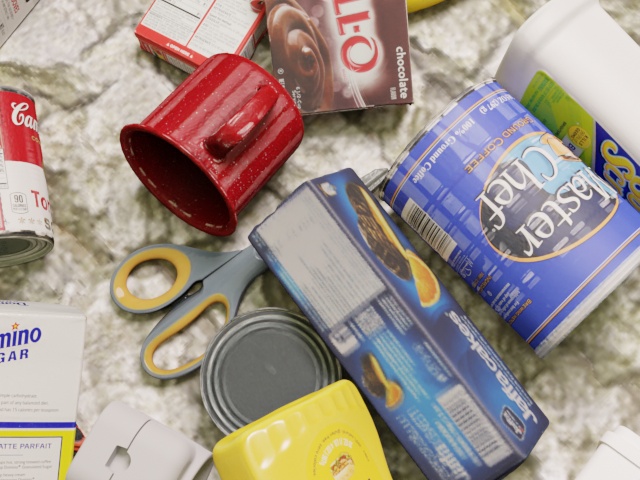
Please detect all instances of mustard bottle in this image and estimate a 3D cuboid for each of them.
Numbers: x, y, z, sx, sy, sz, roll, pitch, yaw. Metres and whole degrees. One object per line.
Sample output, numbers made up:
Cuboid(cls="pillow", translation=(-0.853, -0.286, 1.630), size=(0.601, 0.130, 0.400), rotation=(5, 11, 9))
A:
Cuboid(cls="mustard bottle", translation=(0.020, 0.179, 0.586), size=(0.096, 0.058, 0.191), rotation=(-20, 82, -47))

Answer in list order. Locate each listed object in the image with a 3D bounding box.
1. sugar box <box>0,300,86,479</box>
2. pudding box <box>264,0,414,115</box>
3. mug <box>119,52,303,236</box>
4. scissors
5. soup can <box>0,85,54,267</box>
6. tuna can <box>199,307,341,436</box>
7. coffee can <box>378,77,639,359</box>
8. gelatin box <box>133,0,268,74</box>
Cuboid(cls="sugar box", translation=(-0.189, 0.122, 0.603), size=(0.093, 0.048, 0.176), rotation=(6, 93, -23))
Cuboid(cls="pudding box", translation=(0.012, -0.140, 0.692), size=(0.090, 0.039, 0.113), rotation=(-5, 101, 9))
Cuboid(cls="mug", translation=(-0.060, -0.066, 0.659), size=(0.093, 0.117, 0.081), rotation=(44, 66, -8))
Cuboid(cls="scissors", translation=(-0.055, 0.001, 0.694), size=(0.096, 0.016, 0.201), rotation=(39, 80, 12))
Cuboid(cls="soup can", translation=(-0.211, -0.040, 0.687), size=(0.068, 0.068, 0.102), rotation=(-12, 76, 0))
Cuboid(cls="tuna can", translation=(-0.031, 0.085, 0.654), size=(0.086, 0.034, 0.086), rotation=(1, 82, -6))
Cuboid(cls="coffee can", translation=(0.119, -0.014, 0.644), size=(0.102, 0.103, 0.140), rotation=(-43, 77, -8))
Cuboid(cls="gelatin box", translation=(-0.072, -0.156, 0.729), size=(0.073, 0.030, 0.089), rotation=(28, 78, 11))
